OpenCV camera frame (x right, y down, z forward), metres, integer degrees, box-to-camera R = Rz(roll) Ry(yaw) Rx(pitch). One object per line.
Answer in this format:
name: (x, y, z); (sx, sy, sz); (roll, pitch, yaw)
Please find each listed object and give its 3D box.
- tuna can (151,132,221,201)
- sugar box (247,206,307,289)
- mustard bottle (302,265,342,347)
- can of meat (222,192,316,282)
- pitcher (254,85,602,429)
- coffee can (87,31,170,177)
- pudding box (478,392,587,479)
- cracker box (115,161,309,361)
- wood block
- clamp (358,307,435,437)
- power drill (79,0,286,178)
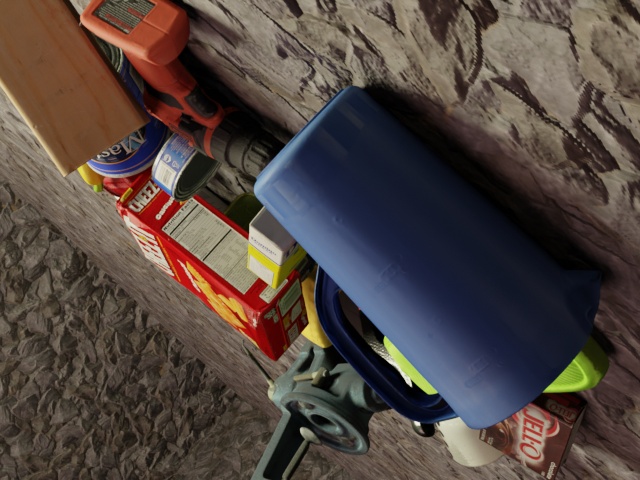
tuna can: (-0.133, -0.083, 1.095); (0.034, 0.086, 0.086); (38, 167, 12)
sugar box: (-0.026, -0.015, 1.015); (0.048, 0.093, 0.176); (38, 167, 3)
mustard bottle: (-0.045, 0.056, 1.348); (0.192, 0.058, 0.096); (27, 133, 43)
can of meat: (-0.058, 0.002, 1.239); (0.102, 0.057, 0.084); (33, 167, 23)
pitcher: (0.065, 0.015, 0.767); (0.243, 0.149, 0.145); (44, 164, -4)
coffee can: (-0.228, -0.143, 1.113); (0.103, 0.102, 0.140); (33, 165, 25)
pudding box: (0.211, 0.182, 1.072); (0.090, 0.039, 0.113); (29, 147, 23)
cracker box: (-0.117, 0.028, 1.192); (0.214, 0.072, 0.164); (36, 164, 17)
wood block: (-0.252, -0.170, 0.972); (0.206, 0.090, 0.091); (57, 179, -10)
clamp: (0.093, 0.124, 1.122); (0.039, 0.120, 0.172); (32, 179, -43)
power drill: (-0.117, -0.135, 0.939); (0.185, 0.057, 0.187); (31, 165, 31)
